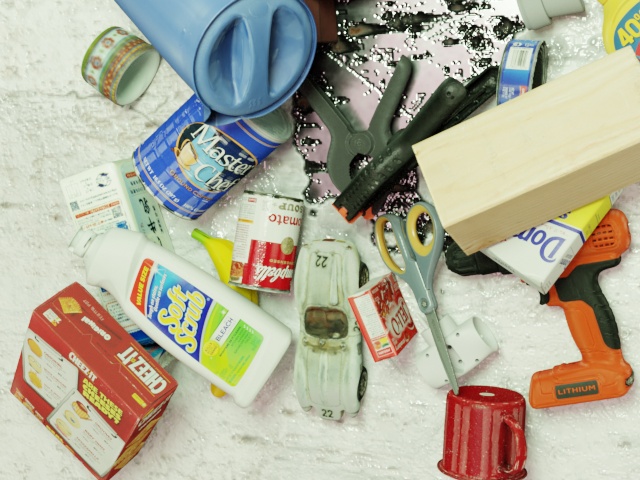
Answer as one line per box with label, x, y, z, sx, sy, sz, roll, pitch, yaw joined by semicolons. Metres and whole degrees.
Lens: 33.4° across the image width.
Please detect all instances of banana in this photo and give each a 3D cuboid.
banana;-0.100;0.082;1.200;0.070;0.037;0.198;1;100;34

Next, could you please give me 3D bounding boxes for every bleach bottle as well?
bleach bottle;-0.158;0.071;1.133;0.250;0.068;0.102;33;95;-6

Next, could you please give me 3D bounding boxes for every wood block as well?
wood block;0.201;-0.077;0.956;0.206;0.090;0.090;-24;66;14

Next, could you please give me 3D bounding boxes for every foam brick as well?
foam brick;-0.028;-0.228;1.103;0.078;0.053;0.051;0;100;19

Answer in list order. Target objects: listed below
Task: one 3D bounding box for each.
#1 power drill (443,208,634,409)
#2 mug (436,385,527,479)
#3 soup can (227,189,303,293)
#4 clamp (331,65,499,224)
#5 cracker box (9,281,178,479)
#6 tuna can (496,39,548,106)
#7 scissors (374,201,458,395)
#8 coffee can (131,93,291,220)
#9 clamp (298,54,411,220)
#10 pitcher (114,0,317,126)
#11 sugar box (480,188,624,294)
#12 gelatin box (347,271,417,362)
power drill;0.227;0.070;1.066;0.185;0.057;0.187;-11;96;21
mug;0.172;0.198;1.085;0.093;0.117;0.081;0;97;-20
soup can;-0.057;0.001;1.140;0.069;0.068;0.102;9;90;18
clamp;0.086;-0.091;1.025;0.210;0.164;0.036;-43;82;19
cracker box;-0.259;0.165;1.202;0.164;0.072;0.214;43;143;7
tuna can;0.193;-0.150;1.022;0.034;0.086;0.086;8;103;19
scissors;0.117;0.047;1.081;0.096;0.016;0.202;-49;60;38
coffee can;-0.116;-0.103;1.132;0.140;0.102;0.103;-40;86;22
clamp;0.051;-0.110;1.106;0.120;0.039;0.171;-13;103;20
pitcher;-0.115;-0.239;1.049;0.149;0.145;0.243;-33;49;-14
sugar box;0.226;-0.047;1.013;0.093;0.048;0.176;36;86;25
gelatin box;0.067;0.078;1.108;0.030;0.089;0.073;-21;93;23
